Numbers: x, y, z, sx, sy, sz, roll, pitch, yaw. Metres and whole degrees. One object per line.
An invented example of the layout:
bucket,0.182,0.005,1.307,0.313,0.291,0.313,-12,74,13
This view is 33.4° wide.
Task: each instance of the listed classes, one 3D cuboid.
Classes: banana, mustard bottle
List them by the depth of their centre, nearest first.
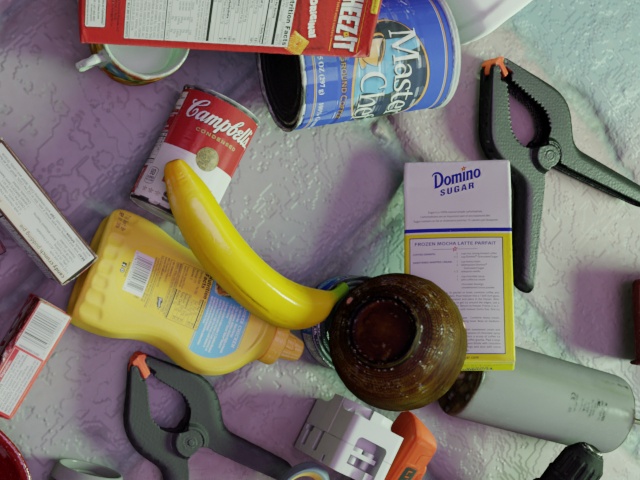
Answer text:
banana,-0.055,0.017,0.828,0.197,0.037,0.069,40,41,-32
mustard bottle,-0.099,0.055,0.857,0.191,0.058,0.096,25,67,-20

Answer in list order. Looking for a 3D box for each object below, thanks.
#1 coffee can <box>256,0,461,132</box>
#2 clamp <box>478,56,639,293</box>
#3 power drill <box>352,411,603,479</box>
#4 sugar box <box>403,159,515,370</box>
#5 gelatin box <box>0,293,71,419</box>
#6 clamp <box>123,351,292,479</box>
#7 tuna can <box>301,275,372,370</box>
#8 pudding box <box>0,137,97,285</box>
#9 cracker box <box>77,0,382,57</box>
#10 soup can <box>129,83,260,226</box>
coffee can,0.030,-0.150,0.881,0.140,0.103,0.103,-11,95,-20
clamp,0.213,-0.078,0.988,0.164,0.036,0.210,-26,100,-18
power drill,0.133,0.223,0.929,0.187,0.057,0.184,31,100,-16
sugar box,0.117,0.021,0.908,0.093,0.048,0.176,0,72,9
gelatin box,-0.226,0.086,0.802,0.030,0.073,0.089,32,80,-18
clamp,-0.113,0.172,0.866,0.120,0.039,0.171,-43,99,-20
tuna can,0.027,0.072,0.920,0.086,0.034,0.086,0,91,-21
pudding box,-0.218,-0.021,0.794,0.039,0.090,0.113,-42,104,-15
cracker box,-0.073,-0.215,0.797,0.213,0.164,0.072,0,135,-14
soup can,-0.101,-0.064,0.851,0.068,0.069,0.102,29,82,-19
